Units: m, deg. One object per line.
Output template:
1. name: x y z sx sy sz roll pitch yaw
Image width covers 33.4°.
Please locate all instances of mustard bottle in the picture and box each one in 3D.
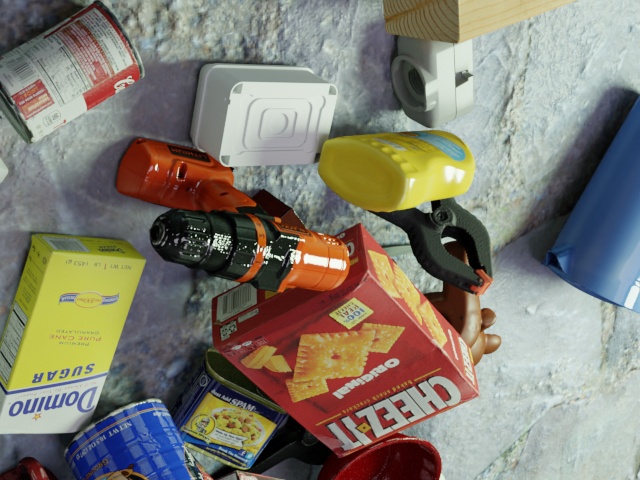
1. mustard bottle: 0.088 -0.070 0.988 0.191 0.096 0.058 -14 122 -53

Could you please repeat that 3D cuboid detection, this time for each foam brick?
1. foam brick: -0.057 0.001 0.994 0.078 0.051 0.053 -43 133 -9

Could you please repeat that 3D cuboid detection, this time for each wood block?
1. wood block: 0.159 -0.249 0.962 0.205 0.091 0.090 -25 120 -35

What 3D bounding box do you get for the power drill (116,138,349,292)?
1. power drill: -0.090 -0.020 0.861 0.184 0.188 0.057 14 107 -43

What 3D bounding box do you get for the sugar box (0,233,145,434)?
1. sugar box: -0.222 0.083 0.918 0.093 0.048 0.176 6 110 -40

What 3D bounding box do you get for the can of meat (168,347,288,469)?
1. can of meat: -0.089 0.167 1.042 0.102 0.057 0.084 29 105 -20

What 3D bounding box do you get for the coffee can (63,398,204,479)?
1. coffee can: -0.156 0.230 0.967 0.102 0.140 0.103 -29 160 -12

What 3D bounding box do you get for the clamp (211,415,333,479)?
1. clamp: -0.026 0.209 1.150 0.209 0.036 0.165 13 108 -38

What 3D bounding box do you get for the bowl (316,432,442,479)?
1. bowl: 0.052 0.264 1.175 0.161 0.055 0.162 -17 129 -23

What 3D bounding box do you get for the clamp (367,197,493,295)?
1. clamp: 0.103 -0.017 1.048 0.120 0.171 0.039 -22 156 -14

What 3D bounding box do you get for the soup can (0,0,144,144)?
1. soup can: -0.193 -0.126 0.802 0.102 0.069 0.068 -35 131 -16

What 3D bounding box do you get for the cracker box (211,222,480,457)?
1. cracker box: 0.026 0.101 0.988 0.164 0.072 0.213 -27 129 19

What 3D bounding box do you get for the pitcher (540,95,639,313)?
1. pitcher: 0.378 -0.041 1.256 0.243 0.145 0.149 -64 165 6
